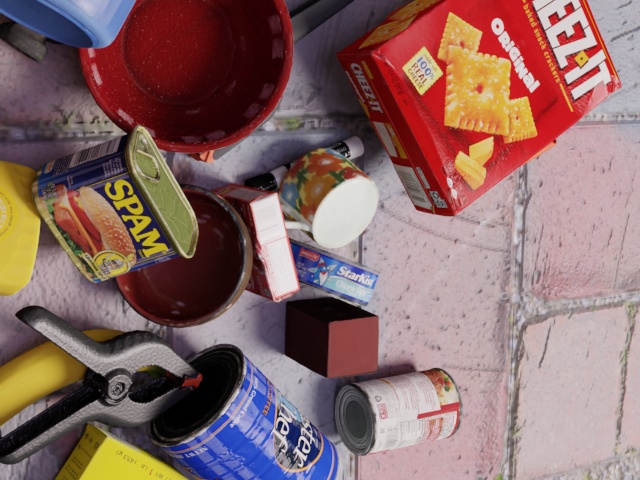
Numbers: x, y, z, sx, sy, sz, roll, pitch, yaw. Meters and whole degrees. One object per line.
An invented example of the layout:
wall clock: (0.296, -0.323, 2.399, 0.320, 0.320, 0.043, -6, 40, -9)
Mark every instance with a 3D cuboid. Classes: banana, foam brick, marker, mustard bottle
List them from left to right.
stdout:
mustard bottle: (-0.294, -0.024, 0.738, 0.191, 0.058, 0.096, 13, 67, -32)
banana: (-0.209, 0.112, 0.833, 0.197, 0.037, 0.069, -17, 106, -28)
marker: (-0.015, -0.063, 0.933, 0.121, 0.020, 0.020, -24, 111, -26)
foam brick: (0.009, 0.085, 0.940, 0.052, 0.078, 0.051, -3, 102, -31)

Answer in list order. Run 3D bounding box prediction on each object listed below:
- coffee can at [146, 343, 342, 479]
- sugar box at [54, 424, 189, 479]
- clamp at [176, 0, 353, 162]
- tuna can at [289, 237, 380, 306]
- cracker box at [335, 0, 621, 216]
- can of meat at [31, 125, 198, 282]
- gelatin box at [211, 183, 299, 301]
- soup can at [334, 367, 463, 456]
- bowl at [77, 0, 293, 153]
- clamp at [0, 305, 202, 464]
coffee can: (-0.062, 0.169, 0.896, 0.102, 0.103, 0.140, -49, 119, -15)
sugar box: (-0.193, 0.246, 0.863, 0.093, 0.048, 0.176, 36, 78, -31)
clamp: (-0.053, -0.162, 0.879, 0.164, 0.036, 0.210, 14, 91, -25)
tuna can: (0.006, 0.028, 0.923, 0.086, 0.086, 0.034, 21, 88, -33)
cracker box: (0.142, -0.146, 0.922, 0.213, 0.072, 0.164, -36, 113, -17)
can of meat: (-0.151, -0.024, 0.787, 0.084, 0.057, 0.102, -17, 124, 14)
gelatin box: (-0.056, 0.001, 0.887, 0.030, 0.073, 0.089, -22, 110, -28)
soup can: (0.073, 0.160, 0.999, 0.102, 0.069, 0.068, -6, 102, -31)
bowl: (-0.104, -0.148, 0.813, 0.162, 0.055, 0.162, -2, 98, -15)
clamp: (-0.171, 0.116, 0.814, 0.171, 0.039, 0.120, 15, 103, -42)
